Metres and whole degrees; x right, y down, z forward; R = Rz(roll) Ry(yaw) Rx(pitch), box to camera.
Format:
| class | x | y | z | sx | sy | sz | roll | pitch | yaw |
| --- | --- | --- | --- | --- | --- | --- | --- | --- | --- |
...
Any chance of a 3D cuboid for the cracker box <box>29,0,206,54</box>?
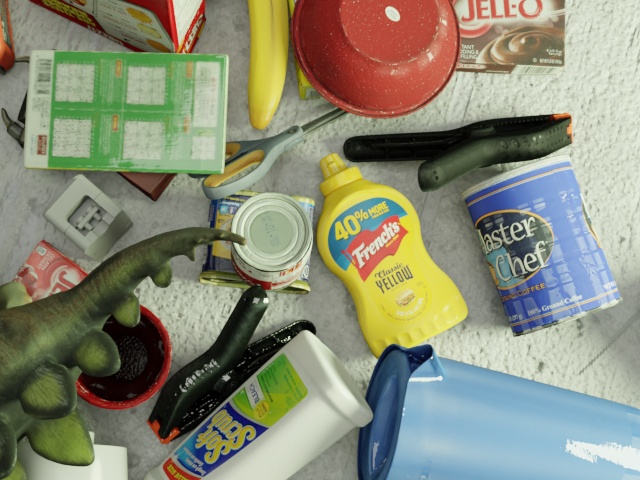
| class | x | y | z | sx | sy | sz | roll | pitch | yaw |
| --- | --- | --- | --- | --- | --- | --- | --- | --- | --- |
| cracker box | -0.184 | -0.239 | 0.921 | 0.164 | 0.214 | 0.072 | 26 | 80 | 0 |

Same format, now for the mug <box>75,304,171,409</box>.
| class | x | y | z | sx | sy | sz | roll | pitch | yaw |
| --- | --- | --- | --- | --- | --- | --- | --- | --- | --- |
| mug | -0.187 | 0.105 | 0.942 | 0.117 | 0.081 | 0.093 | -16 | 84 | -5 |

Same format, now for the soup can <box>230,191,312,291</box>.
| class | x | y | z | sx | sy | sz | roll | pitch | yaw |
| --- | --- | --- | --- | --- | --- | --- | --- | --- | --- |
| soup can | -0.042 | 0.002 | 0.895 | 0.068 | 0.102 | 0.068 | 1 | 79 | -4 |

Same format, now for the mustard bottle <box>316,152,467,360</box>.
| class | x | y | z | sx | sy | sz | roll | pitch | yaw |
| --- | --- | --- | --- | --- | --- | --- | --- | --- | --- |
| mustard bottle | 0.051 | 0.007 | 0.980 | 0.096 | 0.058 | 0.191 | -28 | 84 | -1 |

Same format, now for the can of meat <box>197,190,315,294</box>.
| class | x | y | z | sx | sy | sz | roll | pitch | yaw |
| --- | --- | --- | --- | --- | --- | --- | --- | --- | --- |
| can of meat | -0.057 | 0.001 | 0.976 | 0.102 | 0.057 | 0.084 | 6 | 81 | -2 |

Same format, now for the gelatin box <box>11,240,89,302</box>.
| class | x | y | z | sx | sy | sz | roll | pitch | yaw |
| --- | --- | --- | --- | --- | --- | --- | --- | --- | --- |
| gelatin box | -0.249 | 0.056 | 0.971 | 0.073 | 0.030 | 0.089 | 36 | 82 | 2 |

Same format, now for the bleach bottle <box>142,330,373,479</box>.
| class | x | y | z | sx | sy | sz | roll | pitch | yaw |
| --- | --- | --- | --- | --- | --- | --- | --- | --- | --- |
| bleach bottle | -0.078 | 0.193 | 0.918 | 0.251 | 0.103 | 0.068 | -42 | 125 | 5 |

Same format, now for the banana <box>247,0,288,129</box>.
| class | x | y | z | sx | sy | sz | roll | pitch | yaw |
| --- | --- | --- | --- | --- | --- | --- | --- | --- | --- |
| banana | -0.055 | -0.206 | 0.998 | 0.037 | 0.070 | 0.198 | -3 | 79 | -26 |

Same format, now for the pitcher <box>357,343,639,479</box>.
| class | x | y | z | sx | sy | sz | roll | pitch | yaw |
| --- | --- | --- | --- | --- | --- | --- | --- | --- | --- |
| pitcher | 0.156 | 0.185 | 0.929 | 0.242 | 0.149 | 0.145 | 13 | 74 | -10 |

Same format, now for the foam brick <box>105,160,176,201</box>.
| class | x | y | z | sx | sy | sz | roll | pitch | yaw |
| --- | --- | --- | --- | --- | --- | --- | --- | --- | --- |
| foam brick | -0.152 | -0.083 | 0.984 | 0.053 | 0.051 | 0.078 | 37 | 82 | 1 |

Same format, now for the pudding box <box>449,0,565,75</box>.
| class | x | y | z | sx | sy | sz | roll | pitch | yaw |
| --- | --- | --- | --- | --- | --- | --- | --- | --- | --- |
| pudding box | 0.177 | -0.207 | 1.024 | 0.113 | 0.039 | 0.090 | 3 | 82 | -3 |

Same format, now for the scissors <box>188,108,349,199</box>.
| class | x | y | z | sx | sy | sz | roll | pitch | yaw |
| --- | --- | --- | --- | --- | --- | --- | --- | --- | --- |
| scissors | -0.044 | -0.097 | 1.002 | 0.201 | 0.096 | 0.016 | -39 | 127 | -33 |

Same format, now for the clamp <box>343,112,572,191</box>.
| class | x | y | z | sx | sy | sz | roll | pitch | yaw |
| --- | --- | --- | --- | --- | --- | --- | --- | --- | --- |
| clamp | 0.142 | -0.083 | 0.963 | 0.209 | 0.165 | 0.036 | -10 | 108 | -13 |

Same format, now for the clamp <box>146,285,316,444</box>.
| class | x | y | z | sx | sy | sz | roll | pitch | yaw |
| --- | --- | --- | --- | --- | --- | --- | --- | --- | --- |
| clamp | -0.079 | 0.115 | 0.952 | 0.171 | 0.120 | 0.039 | -46 | 53 | 12 |

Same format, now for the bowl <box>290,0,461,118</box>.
| class | x | y | z | sx | sy | sz | roll | pitch | yaw |
| --- | --- | --- | --- | --- | --- | --- | --- | --- | --- |
| bowl | 0.057 | -0.194 | 0.963 | 0.162 | 0.055 | 0.162 | 1 | 81 | -10 |

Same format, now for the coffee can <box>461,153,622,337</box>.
| class | x | y | z | sx | sy | sz | roll | pitch | yaw |
| --- | --- | --- | --- | --- | --- | --- | --- | --- | --- |
| coffee can | 0.199 | 0.005 | 0.966 | 0.102 | 0.103 | 0.140 | -18 | 84 | -6 |
